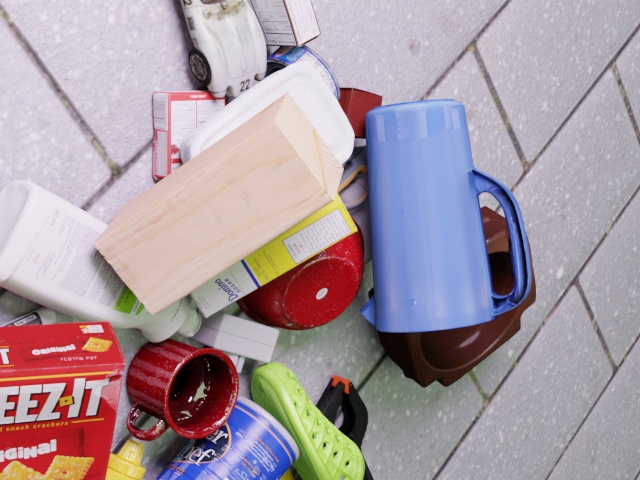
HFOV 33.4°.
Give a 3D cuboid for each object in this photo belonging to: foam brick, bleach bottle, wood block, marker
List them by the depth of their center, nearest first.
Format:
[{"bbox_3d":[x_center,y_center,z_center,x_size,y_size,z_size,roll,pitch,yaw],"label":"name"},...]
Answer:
[{"bbox_3d":[-0.091,-0.032,0.971,0.090,0.206,0.090,53,20,-15],"label":"wood block"},{"bbox_3d":[-0.300,0.090,0.979,0.120,0.020,0.020,-25,115,-37],"label":"marker"},{"bbox_3d":[-0.210,0.041,1.024,0.250,0.068,0.102,37,72,-43],"label":"bleach bottle"},{"bbox_3d":[0.022,-0.142,1.191,0.052,0.078,0.051,7,92,-44],"label":"foam brick"}]

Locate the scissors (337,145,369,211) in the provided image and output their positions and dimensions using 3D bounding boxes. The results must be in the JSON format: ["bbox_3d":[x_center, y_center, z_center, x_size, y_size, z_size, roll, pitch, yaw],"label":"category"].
[{"bbox_3d":[0.046,-0.113,1.241,0.201,0.096,0.016,-61,178,-37],"label":"scissors"}]

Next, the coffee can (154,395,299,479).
[{"bbox_3d":[-0.105,0.250,1.137,0.140,0.103,0.102,-47,127,-25],"label":"coffee can"}]

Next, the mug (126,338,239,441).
[{"bbox_3d":[-0.151,0.156,1.088,0.117,0.082,0.093,-51,128,-23],"label":"mug"}]

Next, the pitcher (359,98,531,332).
[{"bbox_3d":[0.122,-0.026,1.139,0.149,0.145,0.243,-7,93,-24],"label":"pitcher"}]

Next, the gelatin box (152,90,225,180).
[{"bbox_3d":[-0.134,-0.107,1.086,0.073,0.030,0.089,-9,105,-43],"label":"gelatin box"}]

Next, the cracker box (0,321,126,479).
[{"bbox_3d":[-0.267,0.179,0.924,0.163,0.072,0.214,-1,122,-28],"label":"cracker box"}]

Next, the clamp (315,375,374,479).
[{"bbox_3d":[0.030,0.252,1.306,0.120,0.039,0.171,8,94,-41],"label":"clamp"}]

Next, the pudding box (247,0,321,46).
[{"bbox_3d":[-0.054,-0.255,1.087,0.039,0.090,0.113,-37,122,-31],"label":"pudding box"}]

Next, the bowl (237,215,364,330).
[{"bbox_3d":[-0.011,0.043,1.174,0.161,0.055,0.162,-15,127,-21],"label":"bowl"}]

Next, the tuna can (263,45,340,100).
[{"bbox_3d":[-0.022,-0.168,1.138,0.033,0.086,0.086,-47,127,-24],"label":"tuna can"}]

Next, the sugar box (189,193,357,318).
[{"bbox_3d":[-0.057,0.001,1.083,0.176,0.093,0.048,-28,117,-1],"label":"sugar box"}]
